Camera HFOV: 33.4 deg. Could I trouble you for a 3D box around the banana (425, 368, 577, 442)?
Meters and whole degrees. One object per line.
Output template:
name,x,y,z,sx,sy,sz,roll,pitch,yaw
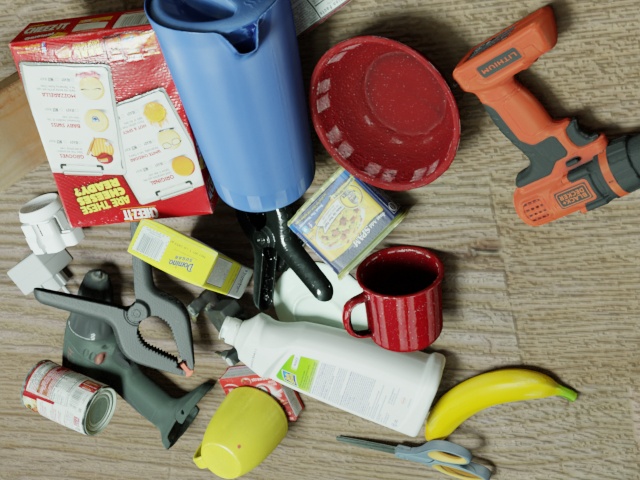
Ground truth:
banana,0.183,0.181,1.190,0.198,0.037,0.069,-24,107,36

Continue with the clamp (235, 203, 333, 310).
clamp,-0.058,0.001,1.186,0.120,0.039,0.171,-24,88,41

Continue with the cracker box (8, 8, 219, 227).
cracker box,-0.206,-0.127,1.108,0.164,0.072,0.214,-5,121,12

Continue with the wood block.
wood block,-0.338,-0.122,1.162,0.091,0.205,0.090,-14,112,33

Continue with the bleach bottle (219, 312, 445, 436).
bleach bottle,0.007,0.136,1.211,0.251,0.068,0.103,20,127,5

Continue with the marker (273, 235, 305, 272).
marker,-0.021,-0.005,1.190,0.020,0.020,0.121,37,129,2

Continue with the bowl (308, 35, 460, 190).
bowl,0.071,-0.131,1.035,0.162,0.055,0.162,18,129,23

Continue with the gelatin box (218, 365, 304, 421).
gelatin box,-0.075,0.192,1.335,0.089,0.030,0.073,-11,114,32

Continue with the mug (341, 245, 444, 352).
mug,0.077,0.069,1.131,0.093,0.117,0.081,45,151,50

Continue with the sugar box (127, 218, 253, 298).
sugar box,-0.139,0.023,1.181,0.093,0.176,0.048,25,85,12

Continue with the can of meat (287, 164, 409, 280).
can of meat,0.027,-0.023,1.115,0.084,0.057,0.102,45,103,-1

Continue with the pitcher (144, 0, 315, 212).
pitcher,-0.079,-0.153,1.046,0.145,0.149,0.243,10,139,22

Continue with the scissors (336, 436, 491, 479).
scissors,0.104,0.246,1.267,0.202,0.016,0.096,14,151,20

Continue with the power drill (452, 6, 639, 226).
power drill,0.223,-0.114,0.971,0.185,0.057,0.187,-26,105,37

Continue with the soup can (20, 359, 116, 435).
soup can,-0.320,0.200,1.357,0.102,0.068,0.068,18,126,22

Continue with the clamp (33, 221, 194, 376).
clamp,-0.233,0.087,1.293,0.164,0.036,0.210,-33,99,2
